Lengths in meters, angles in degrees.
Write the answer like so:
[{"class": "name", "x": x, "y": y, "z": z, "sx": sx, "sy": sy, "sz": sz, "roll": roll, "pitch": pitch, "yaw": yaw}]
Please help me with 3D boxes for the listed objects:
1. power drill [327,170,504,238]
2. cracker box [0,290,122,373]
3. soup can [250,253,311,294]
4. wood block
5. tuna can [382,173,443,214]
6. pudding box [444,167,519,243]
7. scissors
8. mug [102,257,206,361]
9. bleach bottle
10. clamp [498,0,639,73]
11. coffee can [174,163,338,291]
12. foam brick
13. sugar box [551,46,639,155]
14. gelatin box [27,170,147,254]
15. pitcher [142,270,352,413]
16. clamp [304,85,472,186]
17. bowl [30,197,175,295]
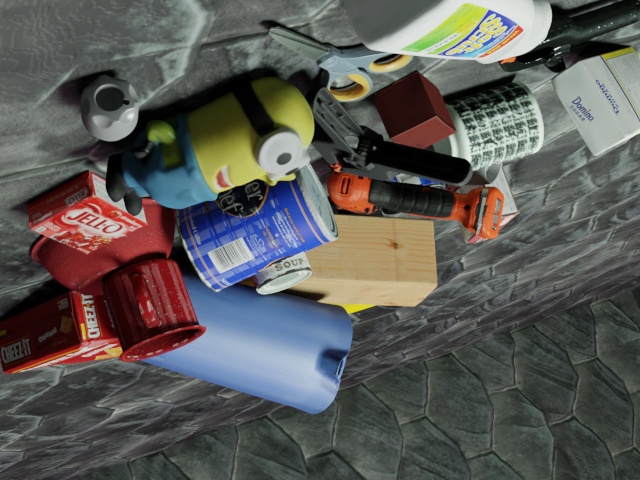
[{"class": "power drill", "x": 0.111, "y": -0.043, "z": 1.215, "sx": 0.188, "sy": 0.057, "sz": 0.184, "roll": 9, "pitch": -178, "yaw": 14}, {"class": "cracker box", "x": -0.261, "y": 0.106, "z": 1.310, "sx": 0.164, "sy": 0.072, "sz": 0.213, "roll": -22, "pitch": 169, "yaw": 38}, {"class": "soup can", "x": -0.058, "y": 0.001, "z": 1.204, "sx": 0.068, "sy": 0.102, "sz": 0.068, "roll": -20, "pitch": 166, "yaw": -6}, {"class": "wood block", "x": 0.029, "y": 0.023, "z": 1.307, "sx": 0.206, "sy": 0.091, "sz": 0.090, "roll": 3, "pitch": 160, "yaw": -13}, {"class": "tuna can", "x": 0.111, "y": -0.065, "z": 1.345, "sx": 0.086, "sy": 0.034, "sz": 0.086, "roll": -20, "pitch": 166, "yaw": -6}, {"class": "pudding box", "x": 0.193, "y": -0.064, "z": 1.308, "sx": 0.039, "sy": 0.113, "sz": 0.090, "roll": -12, "pitch": 163, "yaw": -22}, {"class": "scissors", "x": 0.024, "y": -0.162, "z": 0.900, "sx": 0.096, "sy": 0.016, "sz": 0.201, "roll": -25, "pitch": 165, "yaw": 8}, {"class": "mug", "x": -0.174, "y": 0.067, "z": 1.084, "sx": 0.093, "sy": 0.081, "sz": 0.117, "roll": -20, "pitch": 166, "yaw": -3}, {"class": "bleach bottle", "x": 0.127, "y": -0.188, "z": 0.863, "sx": 0.103, "sy": 0.068, "sz": 0.250, "roll": -31, "pitch": 166, "yaw": 33}, {"class": "clamp", "x": 0.223, "y": -0.190, "z": 1.044, "sx": 0.171, "sy": 0.039, "sz": 0.120, "roll": -14, "pitch": 161, "yaw": -30}, {"class": "coffee can", "x": -0.065, "y": -0.020, "z": 1.111, "sx": 0.140, "sy": 0.103, "sz": 0.102, "roll": -24, "pitch": 166, "yaw": 10}, {"class": "foam brick", "x": 0.094, "y": -0.126, "z": 1.060, "sx": 0.053, "sy": 0.051, "sz": 0.078, "roll": -25, "pitch": 165, "yaw": 17}, {"class": "sugar box", "x": 0.311, "y": -0.151, "z": 1.134, "sx": 0.048, "sy": 0.093, "sz": 0.175, "roll": -33, "pitch": 174, "yaw": 37}, {"class": "gelatin box", "x": -0.217, "y": -0.024, "z": 0.995, "sx": 0.073, "sy": 0.030, "sz": 0.089, "roll": -25, "pitch": 155, "yaw": 16}, {"class": "pitcher", "x": -0.099, "y": 0.110, "z": 1.242, "sx": 0.242, "sy": 0.145, "sz": 0.149, "roll": 18, "pitch": 133, "yaw": -23}, {"class": "clamp", "x": 0.051, "y": -0.085, "z": 1.022, "sx": 0.036, "sy": 0.164, "sz": 0.210, "roll": -64, "pitch": -176, "yaw": -7}, {"class": "bowl", "x": -0.217, "y": 0.015, "z": 1.118, "sx": 0.162, "sy": 0.055, "sz": 0.162, "roll": -20, "pitch": 166, "yaw": -5}]
